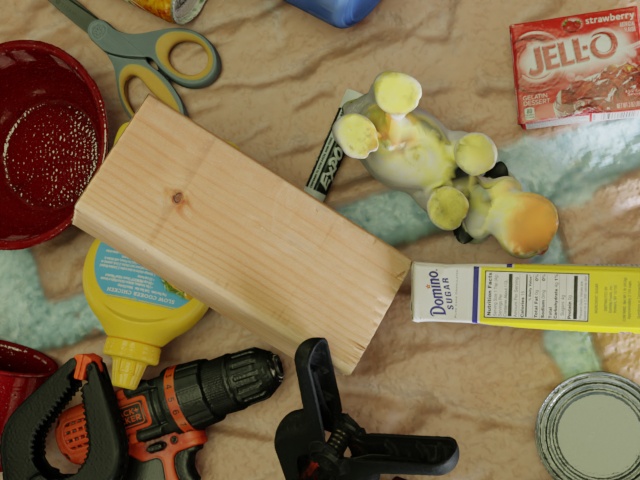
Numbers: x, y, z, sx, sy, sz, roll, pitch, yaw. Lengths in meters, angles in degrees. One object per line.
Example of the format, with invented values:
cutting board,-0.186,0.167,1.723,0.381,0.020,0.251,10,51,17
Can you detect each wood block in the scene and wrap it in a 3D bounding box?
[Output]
wood block,-0.054,0.001,0.725,0.206,0.090,0.090,33,77,-8

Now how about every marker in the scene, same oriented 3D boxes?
marker,0.004,-0.054,0.795,0.020,0.020,0.121,24,92,14

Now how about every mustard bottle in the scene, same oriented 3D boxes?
mustard bottle,-0.122,0.014,0.785,0.096,0.058,0.191,12,79,0

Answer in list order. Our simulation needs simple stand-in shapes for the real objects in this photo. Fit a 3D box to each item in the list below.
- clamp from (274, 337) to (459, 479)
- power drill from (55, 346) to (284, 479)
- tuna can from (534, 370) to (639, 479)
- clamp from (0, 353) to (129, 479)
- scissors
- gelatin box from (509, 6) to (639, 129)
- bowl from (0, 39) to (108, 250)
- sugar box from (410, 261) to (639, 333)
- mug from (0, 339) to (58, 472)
clamp,0.007,0.128,0.713,0.120,0.039,0.172,48,142,0
power drill,-0.092,0.185,0.784,0.185,0.057,0.188,-20,79,16
tuna can,0.190,0.132,0.729,0.086,0.033,0.086,-1,86,14
clamp,-0.202,0.182,0.763,0.164,0.036,0.210,7,86,7
scissors,-0.154,-0.170,0.844,0.096,0.016,0.202,-36,79,7
gelatin box,0.180,-0.120,0.750,0.089,0.030,0.073,-5,85,13
bowl,-0.224,-0.071,0.830,0.162,0.055,0.162,-2,84,19
sugar box,0.154,0.038,0.714,0.176,0.093,0.048,-1,86,15
mug,-0.266,0.121,0.815,0.117,0.093,0.081,17,95,15
